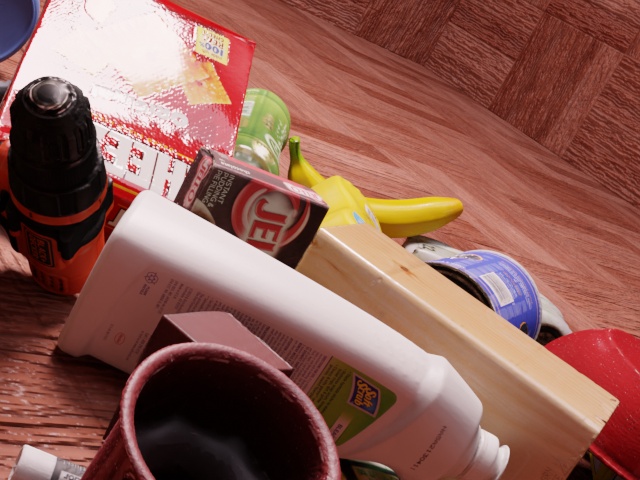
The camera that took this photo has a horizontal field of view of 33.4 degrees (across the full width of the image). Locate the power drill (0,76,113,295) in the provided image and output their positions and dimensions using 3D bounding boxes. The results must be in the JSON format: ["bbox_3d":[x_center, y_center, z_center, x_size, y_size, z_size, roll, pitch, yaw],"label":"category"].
[{"bbox_3d":[-0.202,-0.055,0.590,0.188,0.185,0.057,28,58,7],"label":"power drill"}]

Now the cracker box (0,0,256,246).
[{"bbox_3d":[-0.144,-0.095,0.783,0.164,0.072,0.213,24,46,-18],"label":"cracker box"}]

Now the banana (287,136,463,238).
[{"bbox_3d":[0.044,-0.035,1.020,0.197,0.070,0.037,18,30,-26],"label":"banana"}]

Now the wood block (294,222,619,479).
[{"bbox_3d":[0.075,0.083,0.684,0.206,0.090,0.090,36,16,17],"label":"wood block"}]

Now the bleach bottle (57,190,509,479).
[{"bbox_3d":[-0.013,0.074,0.597,0.250,0.103,0.068,30,31,-6],"label":"bleach bottle"}]

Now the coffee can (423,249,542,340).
[{"bbox_3d":[0.109,0.063,0.838,0.103,0.103,0.140,34,16,19],"label":"coffee can"}]

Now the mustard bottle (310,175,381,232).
[{"bbox_3d":[0.029,0.015,0.904,0.096,0.058,0.191,63,6,-20],"label":"mustard bottle"}]

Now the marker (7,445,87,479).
[{"bbox_3d":[-0.078,0.121,0.474,0.121,0.020,0.020,25,16,-15],"label":"marker"}]

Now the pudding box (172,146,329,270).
[{"bbox_3d":[-0.060,0.005,0.702,0.089,0.113,0.039,20,18,-30],"label":"pudding box"}]

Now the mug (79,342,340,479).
[{"bbox_3d":[-0.059,0.104,0.419,0.117,0.082,0.093,-16,60,-49],"label":"mug"}]

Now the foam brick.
[{"bbox_3d":[-0.061,0.080,0.527,0.053,0.078,0.051,37,19,28],"label":"foam brick"}]
